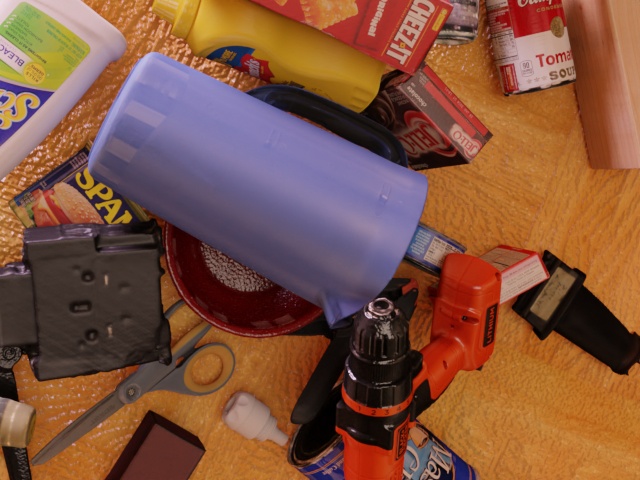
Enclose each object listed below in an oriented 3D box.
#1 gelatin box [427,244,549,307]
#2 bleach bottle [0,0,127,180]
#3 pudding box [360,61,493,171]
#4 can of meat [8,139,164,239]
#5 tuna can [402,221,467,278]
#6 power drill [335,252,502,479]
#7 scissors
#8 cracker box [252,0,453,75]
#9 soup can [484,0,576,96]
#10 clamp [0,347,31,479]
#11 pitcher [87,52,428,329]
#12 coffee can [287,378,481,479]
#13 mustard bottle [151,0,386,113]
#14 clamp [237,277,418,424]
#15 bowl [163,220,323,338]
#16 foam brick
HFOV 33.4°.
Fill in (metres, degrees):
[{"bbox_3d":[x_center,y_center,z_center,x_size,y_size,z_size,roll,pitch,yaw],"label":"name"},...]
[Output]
[{"bbox_3d":[0.150,0.039,0.963,0.089,0.073,0.030,-29,102,-12],"label":"gelatin box"},{"bbox_3d":[-0.266,-0.087,0.840,0.102,0.068,0.250,36,81,-10],"label":"bleach bottle"},{"bbox_3d":[0.085,-0.104,0.915,0.090,0.114,0.039,45,79,-14],"label":"pudding box"},{"bbox_3d":[-0.193,-0.018,0.877,0.084,0.057,0.102,-37,102,-8],"label":"can of meat"},{"bbox_3d":[0.083,0.003,0.937,0.086,0.086,0.034,27,89,-15],"label":"tuna can"},{"bbox_3d":[0.077,0.087,0.837,0.187,0.057,0.184,-40,144,-43],"label":"power drill"},{"bbox_3d":[-0.143,0.132,0.891,0.096,0.016,0.201,51,63,-27],"label":"scissors"},{"bbox_3d":[-0.015,-0.223,0.851,0.213,0.164,0.072,23,113,-16],"label":"cracker box"},{"bbox_3d":[0.188,-0.186,0.960,0.068,0.069,0.102,-15,98,-14],"label":"soup can"},{"bbox_3d":[-0.246,0.086,0.880,0.164,0.036,0.210,-40,107,-11],"label":"clamp"},{"bbox_3d":[-0.046,-0.052,0.828,0.242,0.149,0.145,27,102,-9],"label":"pitcher"},{"bbox_3d":[0.056,0.198,0.934,0.140,0.103,0.103,42,83,-14],"label":"coffee can"},{"bbox_3d":[-0.047,-0.162,0.884,0.191,0.096,0.058,20,85,-15],"label":"mustard bottle"},{"bbox_3d":[0.017,0.087,0.924,0.171,0.039,0.120,-19,62,-13],"label":"clamp"},{"bbox_3d":[-0.056,0.001,0.911,0.162,0.055,0.162,0,89,-13],"label":"bowl"},{"bbox_3d":[-0.142,0.194,0.907,0.051,0.053,0.078,34,86,-15],"label":"foam brick"}]
